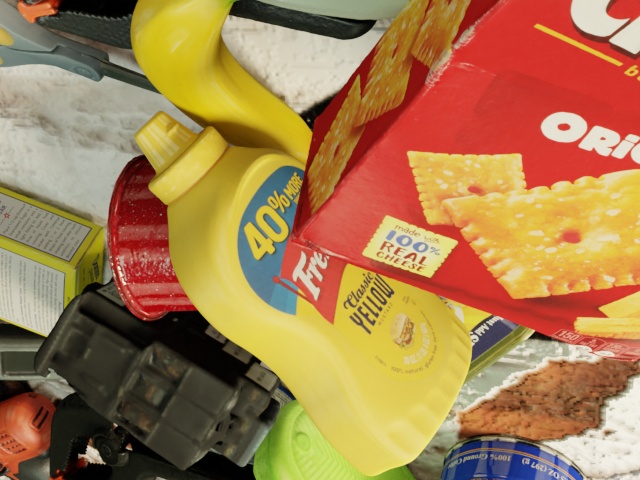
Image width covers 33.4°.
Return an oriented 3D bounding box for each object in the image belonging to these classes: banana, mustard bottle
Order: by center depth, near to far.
[{"bbox_3d":[-0.043,-0.073,0.480,0.070,0.037,0.198,21,170,10],"label":"banana"},{"bbox_3d":[-0.014,0.014,0.502,0.191,0.096,0.058,46,137,-11],"label":"mustard bottle"}]

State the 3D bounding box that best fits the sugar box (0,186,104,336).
[{"bbox_3d":[-0.230,0.000,0.695,0.176,0.048,0.093,23,139,5],"label":"sugar box"}]

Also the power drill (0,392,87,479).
[{"bbox_3d":[-0.243,0.212,0.914,0.185,0.057,0.187,-23,122,39],"label":"power drill"}]

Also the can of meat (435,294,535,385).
[{"bbox_3d":[0.064,0.027,0.582,0.084,0.057,0.102,33,137,-8],"label":"can of meat"}]

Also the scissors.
[{"bbox_3d":[-0.136,-0.093,0.570,0.201,0.016,0.096,23,165,-23],"label":"scissors"}]

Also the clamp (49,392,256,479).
[{"bbox_3d":[-0.145,0.130,0.763,0.210,0.036,0.164,-27,96,43],"label":"clamp"}]

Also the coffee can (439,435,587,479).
[{"bbox_3d":[0.115,0.214,0.692,0.103,0.140,0.103,13,138,12],"label":"coffee can"}]

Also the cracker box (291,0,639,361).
[{"bbox_3d":[0.106,-0.040,0.359,0.164,0.072,0.214,20,149,-15],"label":"cracker box"}]

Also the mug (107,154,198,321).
[{"bbox_3d":[-0.054,0.001,0.592,0.082,0.093,0.117,-2,162,19],"label":"mug"}]

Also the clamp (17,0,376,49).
[{"bbox_3d":[-0.059,-0.123,0.492,0.172,0.039,0.120,-15,121,32],"label":"clamp"}]
